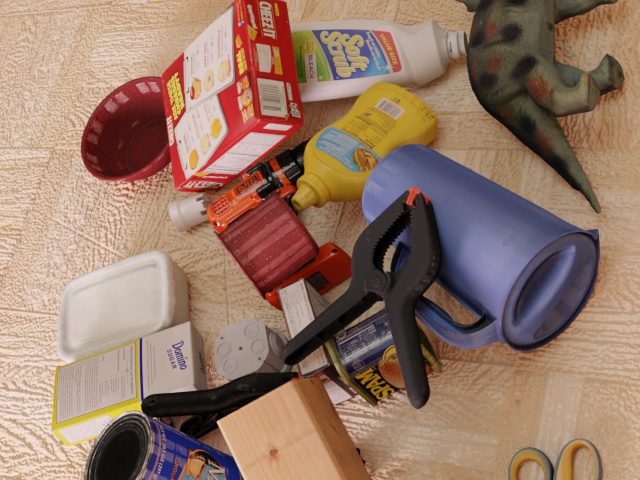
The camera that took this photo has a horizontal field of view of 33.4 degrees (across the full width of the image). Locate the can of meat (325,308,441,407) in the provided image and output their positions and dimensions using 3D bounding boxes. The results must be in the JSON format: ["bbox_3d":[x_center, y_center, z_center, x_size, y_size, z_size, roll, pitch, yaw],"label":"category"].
[{"bbox_3d":[0.066,0.115,1.085,0.084,0.102,0.057,-30,52,10],"label":"can of meat"}]

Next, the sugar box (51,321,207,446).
[{"bbox_3d":[-0.216,0.163,1.212,0.176,0.048,0.093,-17,47,9],"label":"sugar box"}]

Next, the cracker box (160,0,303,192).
[{"bbox_3d":[-0.109,-0.171,1.284,0.214,0.071,0.164,-31,62,51],"label":"cracker box"}]

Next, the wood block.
[{"bbox_3d":[-0.003,0.242,1.014,0.091,0.090,0.206,-30,77,11],"label":"wood block"}]

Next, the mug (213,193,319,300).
[{"bbox_3d":[-0.058,0.001,1.161,0.081,0.093,0.117,-37,15,-3],"label":"mug"}]

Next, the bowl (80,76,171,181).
[{"bbox_3d":[-0.239,-0.138,1.426,0.162,0.055,0.162,-14,58,23],"label":"bowl"}]

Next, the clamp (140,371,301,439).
[{"bbox_3d":[-0.103,0.172,1.140,0.172,0.120,0.039,-23,65,15],"label":"clamp"}]

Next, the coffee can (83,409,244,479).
[{"bbox_3d":[-0.157,0.248,1.099,0.103,0.140,0.103,-27,45,31],"label":"coffee can"}]

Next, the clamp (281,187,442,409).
[{"bbox_3d":[0.068,0.053,1.023,0.165,0.036,0.210,22,82,35],"label":"clamp"}]

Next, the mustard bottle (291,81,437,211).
[{"bbox_3d":[0.039,-0.098,1.205,0.096,0.058,0.191,36,63,25],"label":"mustard bottle"}]

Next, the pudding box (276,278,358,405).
[{"bbox_3d":[-0.001,0.107,1.134,0.039,0.090,0.113,-28,54,12],"label":"pudding box"}]

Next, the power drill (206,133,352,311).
[{"bbox_3d":[-0.030,-0.022,1.245,0.184,0.057,0.188,-35,51,9],"label":"power drill"}]

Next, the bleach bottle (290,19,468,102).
[{"bbox_3d":[0.052,-0.228,1.290,0.251,0.068,0.102,-5,85,19],"label":"bleach bottle"}]

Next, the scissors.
[{"bbox_3d":[0.201,0.274,0.974,0.096,0.016,0.201,9,69,35],"label":"scissors"}]

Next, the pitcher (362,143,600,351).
[{"bbox_3d":[0.145,0.002,1.084,0.243,0.148,0.145,38,114,42],"label":"pitcher"}]
